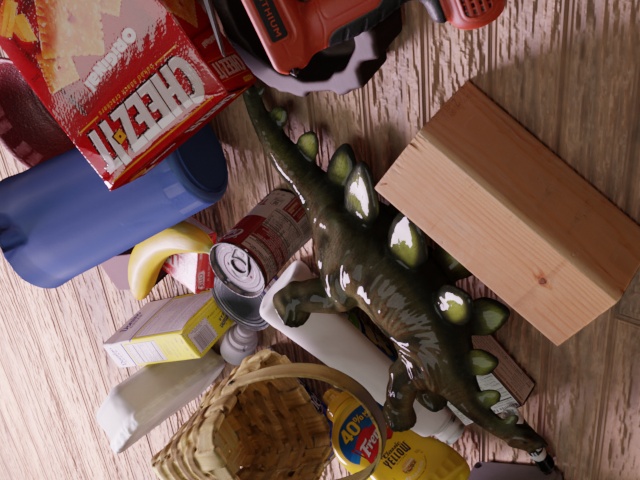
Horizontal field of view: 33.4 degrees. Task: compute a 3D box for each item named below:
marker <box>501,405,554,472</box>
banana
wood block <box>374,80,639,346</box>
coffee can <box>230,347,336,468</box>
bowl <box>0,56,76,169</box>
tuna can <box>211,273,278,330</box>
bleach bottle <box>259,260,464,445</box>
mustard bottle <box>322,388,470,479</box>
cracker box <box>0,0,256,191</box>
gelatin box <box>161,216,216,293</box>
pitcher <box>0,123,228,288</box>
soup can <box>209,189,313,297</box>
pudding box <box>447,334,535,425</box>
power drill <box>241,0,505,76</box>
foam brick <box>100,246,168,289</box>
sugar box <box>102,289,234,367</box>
[{"bbox_3d":[0.213,0.205,1.089,0.020,0.020,0.121,6,149,37],"label":"marker"},{"bbox_3d":[-0.175,0.018,1.189,0.198,0.037,0.069,-23,88,52],"label":"banana"},{"bbox_3d":[0.161,-0.022,0.898,0.206,0.090,0.091,41,141,3],"label":"wood block"},{"bbox_3d":[-0.048,0.214,1.285,0.140,0.102,0.103,47,141,-5],"label":"coffee can"},{"bbox_3d":[-0.314,-0.148,1.219,0.162,0.055,0.162,23,137,23],"label":"bowl"},{"bbox_3d":[-0.083,0.060,1.228,0.086,0.033,0.086,23,138,23],"label":"tuna can"},{"bbox_3d":[0.050,0.128,1.143,0.251,0.102,0.068,40,97,-6],"label":"bleach bottle"},{"bbox_3d":[0.069,0.228,1.195,0.192,0.096,0.058,38,170,37],"label":"mustard bottle"},{"bbox_3d":[-0.188,-0.177,0.960,0.164,0.072,0.213,-35,93,29],"label":"cracker box"},{"bbox_3d":[-0.156,0.009,1.218,0.089,0.030,0.073,33,128,38],"label":"gelatin box"},{"bbox_3d":[-0.217,-0.052,1.136,0.243,0.149,0.144,-22,138,25],"label":"pitcher"},{"bbox_3d":[-0.057,0.001,1.097,0.069,0.102,0.068,23,138,23],"label":"soup can"},{"bbox_3d":[0.149,0.130,1.090,0.113,0.039,0.090,47,139,-8],"label":"pudding box"},{"bbox_3d":[0.027,-0.218,0.790,0.188,0.057,0.184,-20,113,11],"label":"power drill"},{"bbox_3d":[-0.223,0.024,1.302,0.078,0.051,0.053,-5,123,43],"label":"foam brick"},{"bbox_3d":[-0.182,0.109,1.312,0.177,0.093,0.048,-16,114,48],"label":"sugar box"}]
